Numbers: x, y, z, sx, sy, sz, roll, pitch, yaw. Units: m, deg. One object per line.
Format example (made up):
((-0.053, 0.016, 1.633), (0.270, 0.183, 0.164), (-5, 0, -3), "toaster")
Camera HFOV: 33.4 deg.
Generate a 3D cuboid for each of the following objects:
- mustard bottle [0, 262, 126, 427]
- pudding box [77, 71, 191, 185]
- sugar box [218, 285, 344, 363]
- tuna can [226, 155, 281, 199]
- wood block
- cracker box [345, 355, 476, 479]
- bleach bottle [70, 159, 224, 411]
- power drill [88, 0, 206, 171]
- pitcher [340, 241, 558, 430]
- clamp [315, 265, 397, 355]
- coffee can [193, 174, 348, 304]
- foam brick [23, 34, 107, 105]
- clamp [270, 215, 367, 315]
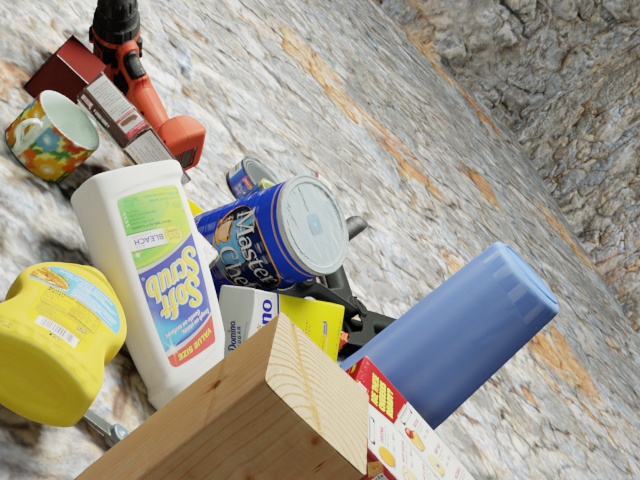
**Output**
((-0.197, 0.063, 0.811), (0.096, 0.058, 0.191), (33, 17, -9), "mustard bottle")
((-0.181, -0.101, 1.047), (0.090, 0.039, 0.113), (46, -4, 27), "pudding box")
((-0.040, 0.100, 1.066), (0.176, 0.048, 0.093), (15, 82, -61), "sugar box")
((-0.080, -0.066, 1.371), (0.086, 0.034, 0.086), (43, 20, -20), "tuna can")
((-0.075, 0.155, 0.702), (0.090, 0.206, 0.090), (45, 20, -15), "wood block")
((0.081, 0.245, 1.101), (0.213, 0.072, 0.164), (48, 18, -5), "cracker box")
((-0.127, 0.059, 0.924), (0.102, 0.068, 0.251), (-15, 79, -40), "bleach bottle")
((-0.191, -0.172, 1.159), (0.188, 0.057, 0.185), (61, -19, 13), "power drill")
((0.156, 0.119, 1.238), (0.145, 0.243, 0.149), (45, 13, -12), "pitcher")
((0.045, 0.096, 1.346), (0.164, 0.036, 0.210), (46, 21, -13), "clamp")
((-0.057, 0.001, 1.086), (0.102, 0.141, 0.103), (25, 57, -45), "coffee can")
((-0.265, -0.172, 1.118), (0.051, 0.053, 0.078), (44, 20, -18), "foam brick")
((-0.015, 0.025, 1.219), (0.171, 0.120, 0.039), (5, 7, -39), "clamp")
